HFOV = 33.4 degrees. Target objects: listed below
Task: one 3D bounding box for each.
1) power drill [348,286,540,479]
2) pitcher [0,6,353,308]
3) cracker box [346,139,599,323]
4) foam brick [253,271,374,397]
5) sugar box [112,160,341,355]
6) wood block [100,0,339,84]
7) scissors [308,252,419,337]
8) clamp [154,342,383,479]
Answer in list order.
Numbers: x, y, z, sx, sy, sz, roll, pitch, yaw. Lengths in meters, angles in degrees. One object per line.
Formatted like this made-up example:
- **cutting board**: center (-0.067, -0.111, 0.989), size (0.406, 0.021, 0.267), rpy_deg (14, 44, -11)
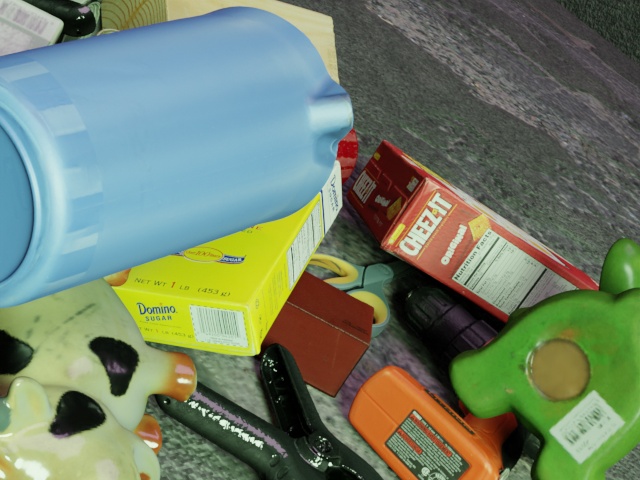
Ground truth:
- **power drill**: center (0.098, 0.109, 0.754), size (0.184, 0.057, 0.187), rpy_deg (43, 27, 20)
- **pitcher**: center (-0.108, -0.048, 0.564), size (0.145, 0.149, 0.242), rpy_deg (45, 30, 11)
- **cracker box**: center (0.135, 0.013, 0.897), size (0.213, 0.072, 0.164), rpy_deg (32, 8, -15)
- **foam brick**: center (-0.009, 0.059, 0.726), size (0.078, 0.051, 0.053), rpy_deg (29, 26, -7)
- **sugar box**: center (-0.055, 0.001, 0.698), size (0.093, 0.048, 0.176), rpy_deg (7, 38, 16)
- **wood block**: center (-0.086, -0.170, 0.968), size (0.205, 0.091, 0.090), rpy_deg (4, 77, -46)
- **scissors**: center (0.055, 0.042, 0.877), size (0.201, 0.016, 0.096), rpy_deg (4, 39, -46)
- **clamp**: center (-0.018, 0.126, 0.610), size (0.120, 0.039, 0.172), rpy_deg (-4, 43, -47)
